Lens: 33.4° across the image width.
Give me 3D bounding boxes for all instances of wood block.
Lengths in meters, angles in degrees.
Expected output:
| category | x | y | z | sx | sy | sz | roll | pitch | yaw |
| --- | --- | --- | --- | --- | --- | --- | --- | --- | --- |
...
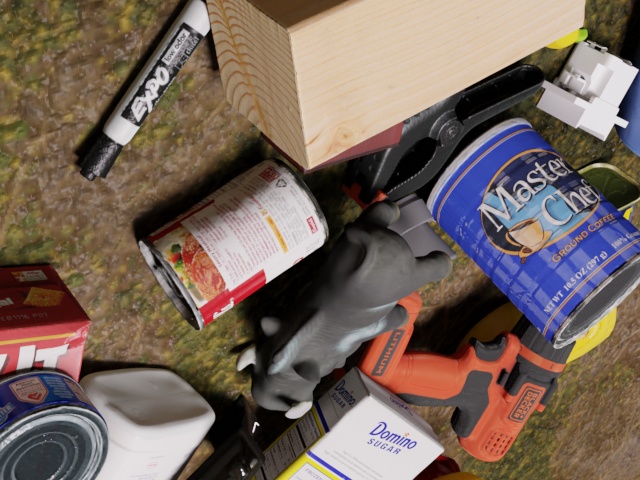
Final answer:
| category | x | y | z | sx | sy | sz | roll | pitch | yaw |
| --- | --- | --- | --- | --- | --- | --- | --- | --- | --- |
| wood block | 0.048 | -0.138 | 0.610 | 0.205 | 0.090 | 0.091 | -29 | 138 | -21 |

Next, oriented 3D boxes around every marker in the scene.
| category | x | y | z | sx | sy | sz | roll | pitch | yaw |
| --- | --- | --- | --- | --- | --- | --- | --- | --- | --- |
| marker | -0.100 | -0.085 | 0.607 | 0.121 | 0.020 | 0.020 | -53 | 139 | 7 |

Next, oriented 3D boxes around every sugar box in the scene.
| category | x | y | z | sx | sy | sz | roll | pitch | yaw |
| --- | --- | --- | --- | --- | --- | --- | --- | --- | --- |
| sugar box | -0.001 | 0.185 | 0.814 | 0.176 | 0.048 | 0.093 | -45 | 122 | 8 |

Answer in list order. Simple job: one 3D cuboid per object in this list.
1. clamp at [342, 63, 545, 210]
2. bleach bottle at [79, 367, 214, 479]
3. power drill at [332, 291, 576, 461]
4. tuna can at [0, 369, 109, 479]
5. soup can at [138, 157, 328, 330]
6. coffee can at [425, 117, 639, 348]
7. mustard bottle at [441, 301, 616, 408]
| category | x | y | z | sx | sy | sz | roll | pitch | yaw |
| --- | --- | --- | --- | --- | --- | --- | --- | --- | --- |
| clamp | 0.089 | -0.087 | 0.756 | 0.171 | 0.039 | 0.120 | -48 | 140 | 13 |
| bleach bottle | -0.171 | 0.206 | 0.740 | 0.102 | 0.068 | 0.251 | 3 | 121 | -58 |
| power drill | 0.116 | 0.083 | 0.855 | 0.187 | 0.057 | 0.184 | 19 | 107 | -25 |
| tuna can | -0.161 | 0.116 | 0.593 | 0.086 | 0.034 | 0.086 | -24 | 133 | -28 |
| soup can | -0.054 | 0.001 | 0.677 | 0.102 | 0.069 | 0.068 | -34 | 138 | -16 |
| coffee can | 0.161 | -0.006 | 0.783 | 0.102 | 0.140 | 0.103 | -34 | 157 | -17 |
| mustard bottle | 0.180 | 0.095 | 0.964 | 0.191 | 0.058 | 0.096 | -29 | 135 | -20 |
